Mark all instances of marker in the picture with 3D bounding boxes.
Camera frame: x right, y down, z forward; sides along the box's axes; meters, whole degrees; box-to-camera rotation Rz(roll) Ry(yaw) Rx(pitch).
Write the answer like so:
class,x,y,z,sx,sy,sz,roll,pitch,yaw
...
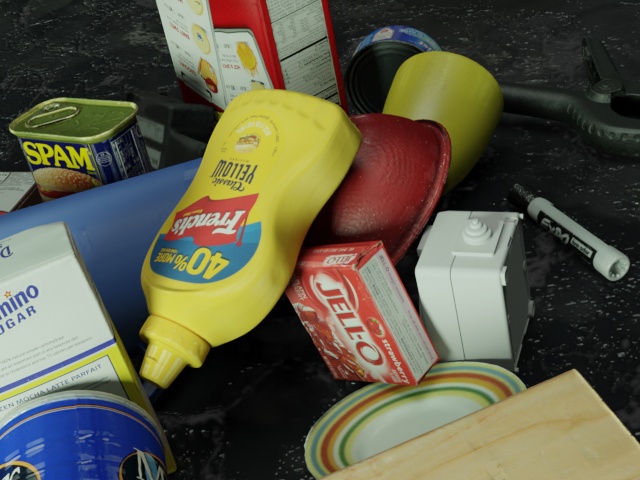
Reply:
class,x,y,z,sx,sy,sz,roll,pitch,yaw
marker,0.168,-0.009,0.738,0.020,0.020,0.121,-25,36,-14

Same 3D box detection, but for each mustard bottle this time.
class,x,y,z,sx,sy,sz,roll,pitch,yaw
mustard bottle,-0.054,0.001,0.638,0.096,0.058,0.191,12,66,38

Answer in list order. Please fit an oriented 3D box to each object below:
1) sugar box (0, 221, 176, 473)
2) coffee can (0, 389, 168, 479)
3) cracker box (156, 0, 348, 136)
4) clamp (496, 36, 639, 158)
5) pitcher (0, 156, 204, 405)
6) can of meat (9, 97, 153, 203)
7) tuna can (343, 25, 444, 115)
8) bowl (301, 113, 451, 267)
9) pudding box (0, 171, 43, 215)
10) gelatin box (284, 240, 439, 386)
class,x,y,z,sx,sy,sz,roll,pitch,yaw
sugar box,-0.153,0.079,0.599,0.093,0.176,0.048,-22,36,-9
coffee can,-0.122,0.160,0.542,0.102,0.103,0.140,-18,36,-5
cracker box,-0.057,-0.158,0.856,0.072,0.214,0.164,-32,39,-25
clamp,0.227,-0.113,0.842,0.120,0.039,0.172,-38,47,-22
pitcher,-0.155,0.038,0.714,0.242,0.149,0.145,-20,21,-13
can of meat,-0.175,-0.058,0.811,0.102,0.084,0.057,8,37,31
tuna can,0.064,-0.135,0.890,0.086,0.086,0.033,-1,36,19
bowl,0.013,-0.030,0.721,0.162,0.055,0.162,-43,25,25
pudding box,-0.286,-0.015,0.896,0.090,0.039,0.113,1,36,22
gelatin box,0.021,0.044,0.643,0.073,0.089,0.030,-3,32,48
